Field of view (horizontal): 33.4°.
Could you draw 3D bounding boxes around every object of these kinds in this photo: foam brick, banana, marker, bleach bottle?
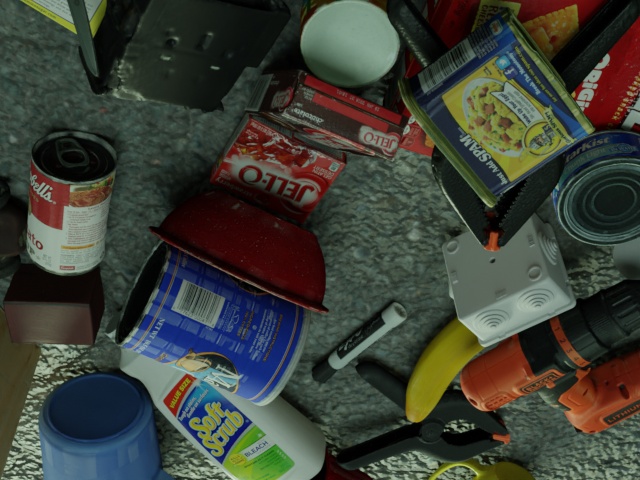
[{"bbox_3d":[-0.238,0.058,0.960,0.078,0.053,0.051,2,130,2],"label":"foam brick"},{"bbox_3d":[0.144,0.097,0.975,0.198,0.037,0.069,-34,92,22],"label":"banana"},{"bbox_3d":[0.034,0.099,1.005,0.020,0.020,0.121,34,123,-23],"label":"marker"},{"bbox_3d":[-0.111,0.155,1.031,0.103,0.068,0.250,-34,118,26],"label":"bleach bottle"}]

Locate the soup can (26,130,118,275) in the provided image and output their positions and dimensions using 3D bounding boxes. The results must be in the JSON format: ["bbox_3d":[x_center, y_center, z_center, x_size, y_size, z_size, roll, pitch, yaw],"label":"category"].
[{"bbox_3d":[-0.205,-0.030,0.877,0.068,0.068,0.102,11,130,-7],"label":"soup can"}]

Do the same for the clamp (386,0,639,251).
[{"bbox_3d":[0.117,-0.086,0.742,0.164,0.036,0.210,6,126,-2],"label":"clamp"}]

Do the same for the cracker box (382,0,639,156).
[{"bbox_3d":[0.172,-0.120,0.784,0.213,0.072,0.164,15,129,-11],"label":"cracker box"}]

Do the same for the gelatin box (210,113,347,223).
[{"bbox_3d":[-0.034,-0.061,0.868,0.089,0.030,0.073,25,126,-17],"label":"gelatin box"}]

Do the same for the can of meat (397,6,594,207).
[{"bbox_3d":[0.114,-0.086,0.686,0.084,0.057,0.102,-35,116,18],"label":"can of meat"}]

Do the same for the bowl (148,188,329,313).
[{"bbox_3d":[-0.056,0.001,0.868,0.162,0.162,0.055,25,91,-18],"label":"bowl"}]

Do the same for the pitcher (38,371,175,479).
[{"bbox_3d":[-0.206,0.255,1.075,0.149,0.145,0.243,-15,130,-22],"label":"pitcher"}]

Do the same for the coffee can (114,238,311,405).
[{"bbox_3d":[-0.094,0.071,0.933,0.140,0.103,0.103,26,126,-18],"label":"coffee can"}]

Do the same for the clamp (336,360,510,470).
[{"bbox_3d":[0.102,0.171,1.048,0.171,0.039,0.120,-2,120,-6],"label":"clamp"}]

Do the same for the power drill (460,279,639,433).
[{"bbox_3d":[0.239,0.106,0.940,0.185,0.057,0.187,-32,142,27],"label":"power drill"}]

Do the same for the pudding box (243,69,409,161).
[{"bbox_3d":[0.002,-0.093,0.786,0.090,0.114,0.039,22,93,-20],"label":"pudding box"}]
